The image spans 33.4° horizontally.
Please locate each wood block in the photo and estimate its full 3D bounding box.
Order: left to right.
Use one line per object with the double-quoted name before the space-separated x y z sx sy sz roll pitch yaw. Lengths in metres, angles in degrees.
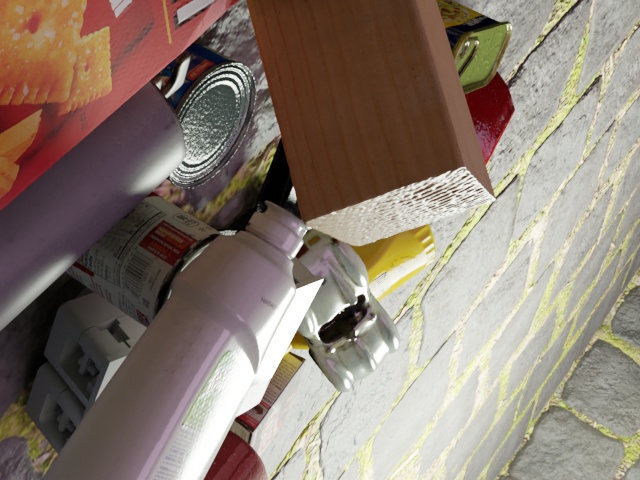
"wood block" 0.020 -0.112 0.593 0.090 0.206 0.090 -19 166 17

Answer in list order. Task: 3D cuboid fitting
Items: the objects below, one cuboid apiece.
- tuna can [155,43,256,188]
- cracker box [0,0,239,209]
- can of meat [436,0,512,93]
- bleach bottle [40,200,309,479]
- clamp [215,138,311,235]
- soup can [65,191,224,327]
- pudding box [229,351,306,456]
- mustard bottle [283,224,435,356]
"tuna can" -0.079 -0.077 0.660 0.086 0.034 0.086 -46 155 -30
"cracker box" -0.123 -0.121 0.457 0.213 0.072 0.164 -48 156 -29
"can of meat" 0.093 -0.161 0.858 0.101 0.084 0.057 -28 143 -53
"bleach bottle" -0.081 0.094 0.563 0.251 0.068 0.102 -58 161 -6
"clamp" -0.055 0.001 0.807 0.164 0.036 0.210 -41 156 -19
"soup can" -0.108 0.003 0.608 0.068 0.102 0.068 -46 154 -30
"pudding box" -0.057 0.158 0.977 0.090 0.039 0.113 -53 165 -34
"mustard bottle" 0.013 0.042 0.945 0.191 0.058 0.096 -36 152 -11
